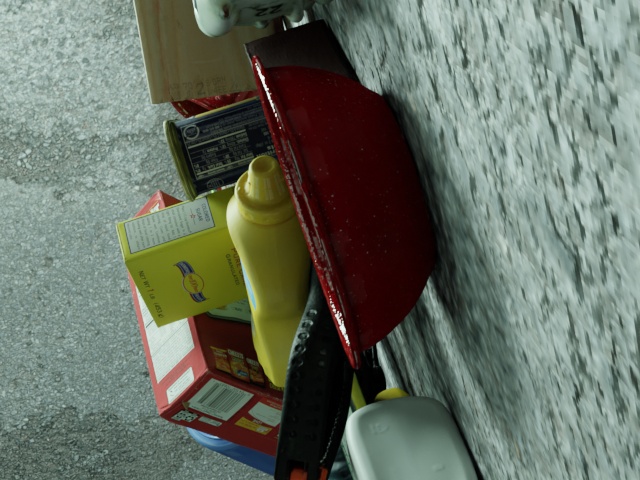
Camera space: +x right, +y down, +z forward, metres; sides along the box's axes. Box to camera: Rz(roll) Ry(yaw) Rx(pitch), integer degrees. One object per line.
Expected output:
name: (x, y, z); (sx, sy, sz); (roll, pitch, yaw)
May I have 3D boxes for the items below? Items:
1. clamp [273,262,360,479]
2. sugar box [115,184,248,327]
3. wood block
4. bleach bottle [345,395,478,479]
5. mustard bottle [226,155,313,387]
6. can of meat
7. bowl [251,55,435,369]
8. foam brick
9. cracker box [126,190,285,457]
clamp: (0.006, 0.051, 0.656); (0.164, 0.036, 0.210); (79, -159, -49)
sugar box: (-0.055, 0.001, 0.809); (0.093, 0.176, 0.048); (75, 178, -53)
wood block: (-0.086, -0.205, 0.702); (0.091, 0.090, 0.206); (-115, 17, -67)
bleach bottle: (0.059, 0.224, 0.692); (0.102, 0.068, 0.251); (-110, 13, -51)
mustard bottle: (-0.028, 0.013, 0.715); (0.191, 0.058, 0.096); (83, -178, -53)
can of meat: (-0.058, -0.070, 0.749); (0.102, 0.084, 0.057); (-105, -3, -82)
bowl: (0.016, -0.021, 0.527); (0.162, 0.055, 0.162); (162, 90, -87)
foam brick: (-0.008, -0.085, 0.628); (0.078, 0.051, 0.053); (-112, 4, -51)
cracker box: (-0.080, 0.076, 0.928); (0.164, 0.072, 0.214); (28, -152, -40)
